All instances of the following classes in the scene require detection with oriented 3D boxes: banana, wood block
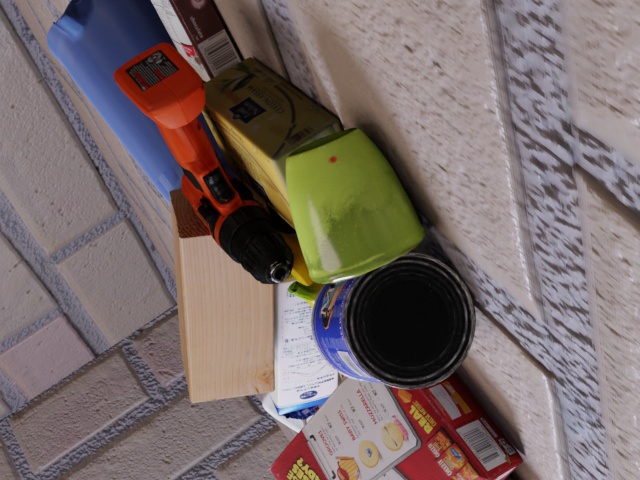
[{"bbox_3d":[-0.008,0.031,1.014,0.069,0.037,0.198,40,-177,-15],"label":"banana"},{"bbox_3d":[-0.098,0.053,1.080,0.090,0.090,0.206,-112,19,-53],"label":"wood block"}]

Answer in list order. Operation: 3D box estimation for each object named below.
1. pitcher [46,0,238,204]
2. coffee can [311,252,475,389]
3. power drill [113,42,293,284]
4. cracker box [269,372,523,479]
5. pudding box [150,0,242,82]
[{"bbox_3d":[-0.167,-0.154,1.134,0.243,0.149,0.145,54,156,15],"label":"pitcher"},{"bbox_3d":[0.054,0.065,0.861,0.103,0.102,0.140,57,169,-2],"label":"coffee can"},{"bbox_3d":[-0.097,-0.063,0.907,0.185,0.057,0.187,44,163,48],"label":"power drill"},{"bbox_3d":[0.067,0.211,1.011,0.164,0.071,0.214,51,127,23],"label":"cracker box"},{"bbox_3d":[-0.123,-0.207,1.018,0.113,0.039,0.090,64,168,-25],"label":"pudding box"}]
